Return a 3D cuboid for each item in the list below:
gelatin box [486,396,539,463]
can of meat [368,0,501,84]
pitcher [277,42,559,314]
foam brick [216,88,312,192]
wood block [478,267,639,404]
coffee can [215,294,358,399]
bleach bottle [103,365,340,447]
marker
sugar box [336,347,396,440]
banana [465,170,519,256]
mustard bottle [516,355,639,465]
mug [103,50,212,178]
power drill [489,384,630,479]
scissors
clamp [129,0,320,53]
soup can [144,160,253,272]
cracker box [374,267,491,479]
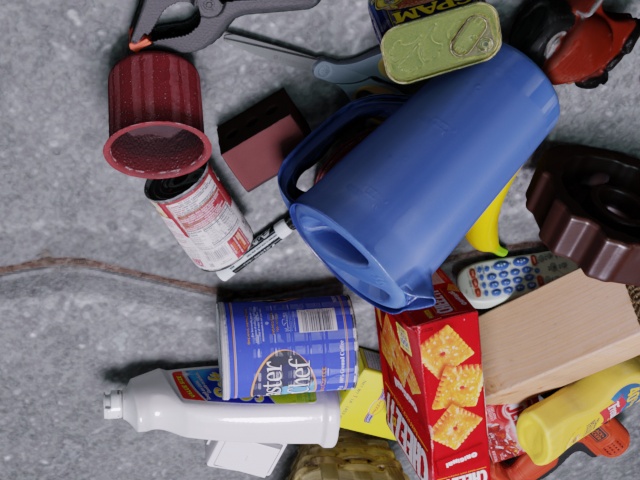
[{"bbox_3d":[0.222,0.209,1.239,0.073,0.030,0.089,-19,119,3],"label":"gelatin box"},{"bbox_3d":[0.096,-0.190,0.928,0.102,0.084,0.057,-16,128,3],"label":"can of meat"},{"bbox_3d":[0.090,-0.069,0.944,0.242,0.145,0.149,-46,112,-15],"label":"pitcher"},{"bbox_3d":[-0.051,-0.094,0.997,0.078,0.053,0.051,-30,127,12],"label":"foam brick"},{"bbox_3d":[0.256,0.097,1.124,0.206,0.091,0.090,-32,153,36],"label":"wood block"},{"bbox_3d":[-0.037,0.112,1.128,0.140,0.103,0.103,-3,128,-8],"label":"coffee can"},{"bbox_3d":[-0.110,0.181,1.169,0.250,0.102,0.068,-1,124,-11],"label":"bleach bottle"},{"bbox_3d":[-0.057,0.001,1.092,0.121,0.020,0.020,-36,125,17],"label":"marker"},{"bbox_3d":[0.102,0.191,1.250,0.176,0.048,0.093,18,121,-21],"label":"sugar box"},{"bbox_3d":[0.183,-0.058,1.080,0.069,0.037,0.198,-19,139,-34],"label":"banana"},{"bbox_3d":[0.312,0.175,1.199,0.191,0.058,0.096,-29,148,-17],"label":"mustard bottle"},{"bbox_3d":[-0.147,-0.106,0.944,0.093,0.081,0.117,1,153,-17],"label":"mug"},{"bbox_3d":[0.263,0.242,1.312,0.188,0.057,0.184,-37,119,20],"label":"power drill"},{"bbox_3d":[0.020,-0.169,0.974,0.201,0.016,0.096,29,116,-29],"label":"scissors"},{"bbox_3d":[-0.085,-0.207,0.912,0.172,0.039,0.120,-34,121,24],"label":"clamp"},{"bbox_3d":[-0.115,-0.027,1.029,0.068,0.068,0.102,-24,128,9],"label":"soup can"},{"bbox_3d":[0.110,0.135,1.102,0.072,0.164,0.214,-12,116,-10],"label":"cracker box"}]
